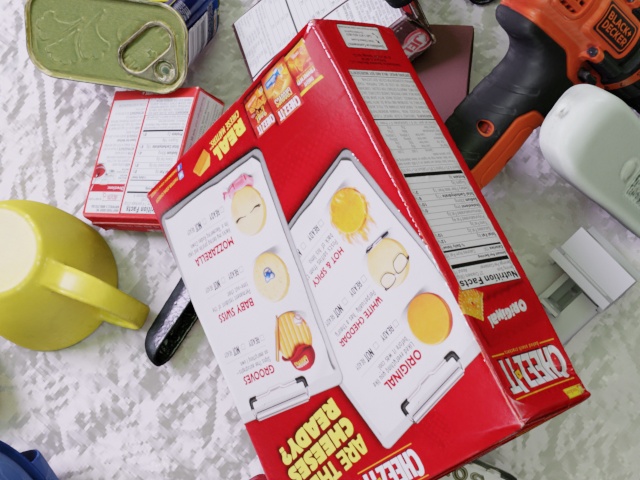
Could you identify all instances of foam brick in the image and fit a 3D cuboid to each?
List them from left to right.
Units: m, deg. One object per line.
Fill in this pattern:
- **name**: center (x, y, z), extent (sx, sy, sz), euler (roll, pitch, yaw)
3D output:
- **foam brick**: center (0.065, -0.088, 0.659), extent (0.053, 0.051, 0.078), euler (5, 77, 8)

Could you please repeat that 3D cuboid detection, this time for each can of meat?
- **can of meat**: center (-0.120, -0.138, 0.669), extent (0.102, 0.084, 0.057), euler (9, 121, 8)

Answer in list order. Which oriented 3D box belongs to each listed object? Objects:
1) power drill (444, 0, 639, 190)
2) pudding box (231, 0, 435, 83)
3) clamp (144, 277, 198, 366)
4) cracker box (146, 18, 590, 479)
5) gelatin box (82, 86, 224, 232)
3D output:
- **power drill**: center (0.123, -0.061, 0.609), extent (0.057, 0.184, 0.188), euler (40, 100, 45)
- **pudding box**: center (0.005, -0.127, 0.649), extent (0.114, 0.039, 0.090), euler (-34, 55, 24)
- **clamp**: center (-0.054, 0.001, 0.658), extent (0.120, 0.039, 0.171), euler (-8, 69, 5)
- **cracker box**: center (0.013, 0.022, 0.544), extent (0.164, 0.071, 0.214), euler (-40, 69, 40)
- **gelatin box**: center (-0.104, -0.049, 0.665), extent (0.073, 0.030, 0.089), euler (3, 74, 36)
